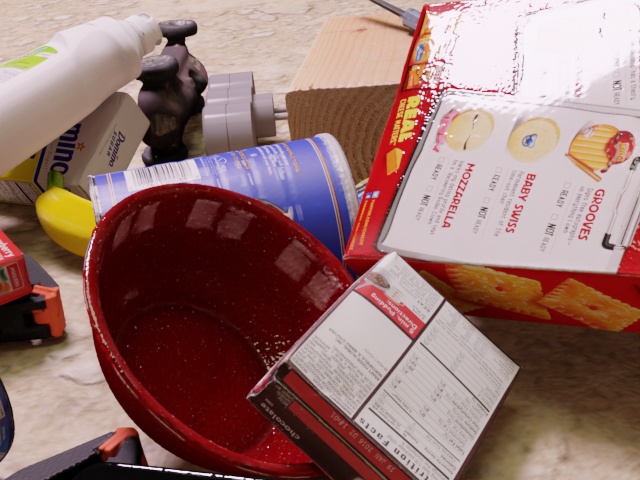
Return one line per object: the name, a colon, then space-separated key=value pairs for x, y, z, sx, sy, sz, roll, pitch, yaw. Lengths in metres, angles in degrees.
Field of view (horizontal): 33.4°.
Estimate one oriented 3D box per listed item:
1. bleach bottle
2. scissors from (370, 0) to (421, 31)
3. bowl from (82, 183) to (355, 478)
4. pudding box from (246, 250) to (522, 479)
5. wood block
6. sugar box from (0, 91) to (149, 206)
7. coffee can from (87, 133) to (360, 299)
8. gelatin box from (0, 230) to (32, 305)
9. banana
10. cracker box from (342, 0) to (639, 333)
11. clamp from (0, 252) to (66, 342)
bleach bottle: x=-0.211 y=-0.095 z=0.753 sx=0.250 sy=0.068 sz=0.103 roll=-37 pitch=34 yaw=-29
scissors: x=0.095 y=-0.167 z=0.843 sx=0.096 sy=0.016 sz=0.202 roll=10 pitch=22 yaw=-26
bowl: x=-0.046 y=0.051 z=0.504 sx=0.162 sy=0.055 sz=0.162 roll=23 pitch=40 yaw=-22
pudding box: x=0.033 y=0.065 z=0.480 sx=0.090 sy=0.039 sz=0.113 roll=43 pitch=40 yaw=3
wood block: x=0.037 y=-0.111 z=0.847 sx=0.091 sy=0.090 sz=0.206 roll=-2 pitch=26 yaw=10
sugar box: x=-0.231 y=-0.076 z=0.838 sx=0.176 sy=0.048 sz=0.093 roll=5 pitch=59 yaw=27
coffee can: x=-0.054 y=0.001 z=0.611 sx=0.140 sy=0.103 sz=0.103 roll=-11 pitch=26 yaw=-11
gelatin box: x=-0.219 y=0.014 z=0.620 sx=0.073 sy=0.030 sz=0.089 roll=-23 pitch=36 yaw=-26
banana: x=-0.117 y=-0.011 z=0.709 sx=0.198 sy=0.037 sz=0.069 roll=11 pitch=59 yaw=20
cracker box: x=0.135 y=-0.042 z=0.533 sx=0.214 sy=0.072 sz=0.164 roll=3 pitch=64 yaw=34
clamp: x=-0.251 y=0.034 z=0.660 sx=0.210 sy=0.036 sz=0.164 roll=11 pitch=30 yaw=31
